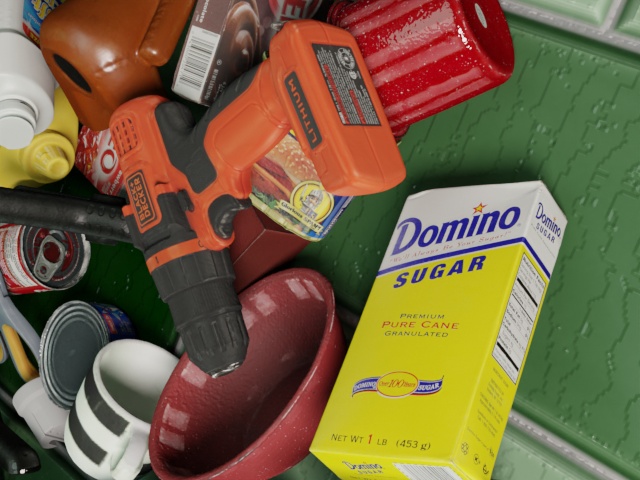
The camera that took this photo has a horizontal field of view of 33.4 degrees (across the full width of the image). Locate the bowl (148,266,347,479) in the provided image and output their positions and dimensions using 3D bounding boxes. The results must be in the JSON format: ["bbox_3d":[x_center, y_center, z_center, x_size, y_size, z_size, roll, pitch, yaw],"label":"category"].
[{"bbox_3d":[-0.035,0.097,0.679,0.162,0.055,0.162,-37,28,22],"label":"bowl"}]

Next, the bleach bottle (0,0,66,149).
[{"bbox_3d":[-0.230,-0.156,0.818,0.068,0.102,0.251,-19,47,5],"label":"bleach bottle"}]

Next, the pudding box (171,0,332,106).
[{"bbox_3d":[-0.044,-0.140,0.724,0.039,0.089,0.113,29,103,39],"label":"pudding box"}]

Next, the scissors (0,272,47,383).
[{"bbox_3d":[-0.273,0.035,0.855,0.096,0.016,0.202,3,123,39],"label":"scissors"}]

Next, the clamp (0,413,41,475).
[{"bbox_3d":[-0.287,0.175,0.897,0.210,0.036,0.165,49,131,42],"label":"clamp"}]

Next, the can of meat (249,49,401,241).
[{"bbox_3d":[-0.014,-0.061,0.692,0.102,0.057,0.084,38,113,4],"label":"can of meat"}]

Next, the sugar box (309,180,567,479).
[{"bbox_3d":[0.068,0.049,0.587,0.094,0.048,0.176,-4,54,38],"label":"sugar box"}]

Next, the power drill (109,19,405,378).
[{"bbox_3d":[-0.042,-0.028,0.627,0.188,0.057,0.184,-28,79,37],"label":"power drill"}]

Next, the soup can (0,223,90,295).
[{"bbox_3d":[-0.249,0.011,0.882,0.102,0.068,0.068,-8,79,38],"label":"soup can"}]

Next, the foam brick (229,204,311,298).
[{"bbox_3d":[-0.055,0.001,0.737,0.078,0.052,0.051,-45,59,25],"label":"foam brick"}]

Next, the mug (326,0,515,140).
[{"bbox_3d":[0.065,-0.126,0.646,0.082,0.093,0.117,-21,34,30],"label":"mug"}]

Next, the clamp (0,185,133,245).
[{"bbox_3d":[-0.164,-0.016,0.771,0.171,0.120,0.039,8,98,6],"label":"clamp"}]

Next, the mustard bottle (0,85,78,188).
[{"bbox_3d":[-0.245,-0.093,0.873,0.096,0.058,0.192,-55,41,4],"label":"mustard bottle"}]

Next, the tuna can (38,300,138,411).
[{"bbox_3d":[-0.182,0.091,0.838,0.086,0.033,0.086,-7,80,38],"label":"tuna can"}]

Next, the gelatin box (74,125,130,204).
[{"bbox_3d":[-0.155,-0.082,0.843,0.073,0.030,0.089,42,110,35],"label":"gelatin box"}]
